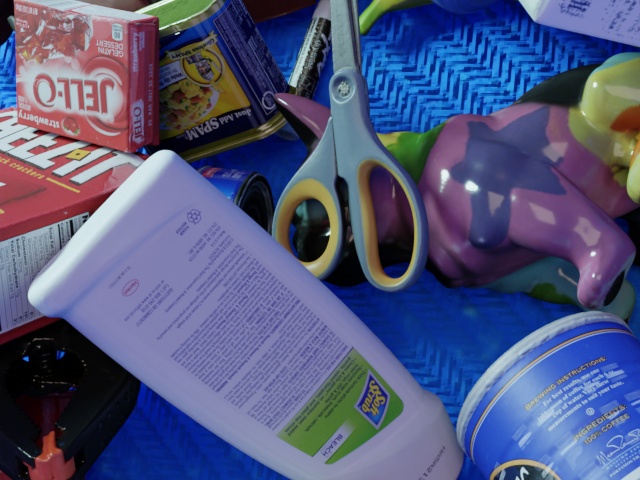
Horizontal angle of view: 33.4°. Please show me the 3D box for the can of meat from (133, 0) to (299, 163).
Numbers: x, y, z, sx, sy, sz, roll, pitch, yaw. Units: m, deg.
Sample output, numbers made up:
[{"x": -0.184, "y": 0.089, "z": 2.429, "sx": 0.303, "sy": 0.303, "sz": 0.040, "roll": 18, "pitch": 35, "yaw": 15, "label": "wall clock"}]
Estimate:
[{"x": -0.078, "y": -0.099, "z": 0.638, "sx": 0.102, "sy": 0.084, "sz": 0.057, "roll": -16, "pitch": 33, "yaw": 25, "label": "can of meat"}]

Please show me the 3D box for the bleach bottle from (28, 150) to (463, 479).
[{"x": -0.019, "y": 0.073, "z": 0.538, "sx": 0.250, "sy": 0.068, "sz": 0.102, "roll": 44, "pitch": 85, "yaw": -14, "label": "bleach bottle"}]

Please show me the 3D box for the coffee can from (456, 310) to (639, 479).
[{"x": 0.142, "y": 0.116, "z": 0.488, "sx": 0.103, "sy": 0.102, "sz": 0.140, "roll": -36, "pitch": 50, "yaw": 0, "label": "coffee can"}]

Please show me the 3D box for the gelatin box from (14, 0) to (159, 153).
[{"x": -0.132, "y": -0.094, "z": 0.599, "sx": 0.089, "sy": 0.030, "sz": 0.073, "roll": 17, "pitch": 114, "yaw": 29, "label": "gelatin box"}]

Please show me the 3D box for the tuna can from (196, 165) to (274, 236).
[{"x": -0.054, "y": 0.001, "z": 0.616, "sx": 0.034, "sy": 0.086, "sz": 0.086, "roll": 6, "pitch": 74, "yaw": 14, "label": "tuna can"}]

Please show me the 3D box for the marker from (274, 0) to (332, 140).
[{"x": -0.003, "y": -0.121, "z": 0.679, "sx": 0.020, "sy": 0.020, "sz": 0.121, "roll": 14, "pitch": 76, "yaw": 18, "label": "marker"}]

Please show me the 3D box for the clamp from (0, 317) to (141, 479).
[{"x": -0.157, "y": 0.059, "z": 0.567, "sx": 0.164, "sy": 0.036, "sz": 0.210, "roll": -4, "pitch": 29, "yaw": -7, "label": "clamp"}]

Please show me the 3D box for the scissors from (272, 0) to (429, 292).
[{"x": 0.001, "y": -0.064, "z": 0.561, "sx": 0.096, "sy": 0.016, "sz": 0.202, "roll": -23, "pitch": 78, "yaw": 27, "label": "scissors"}]

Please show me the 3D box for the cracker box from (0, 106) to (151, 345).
[{"x": -0.207, "y": -0.006, "z": 0.575, "sx": 0.164, "sy": 0.213, "sz": 0.072, "roll": 21, "pitch": 122, "yaw": 37, "label": "cracker box"}]
